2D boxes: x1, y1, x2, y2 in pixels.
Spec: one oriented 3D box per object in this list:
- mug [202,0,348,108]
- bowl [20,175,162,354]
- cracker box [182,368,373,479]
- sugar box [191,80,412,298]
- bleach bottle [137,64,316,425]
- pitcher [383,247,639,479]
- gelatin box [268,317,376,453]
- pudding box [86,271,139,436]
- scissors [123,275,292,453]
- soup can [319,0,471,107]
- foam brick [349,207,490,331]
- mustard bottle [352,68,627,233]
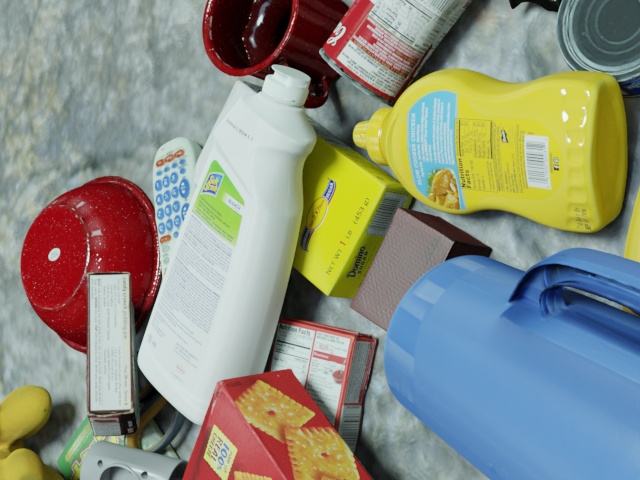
[{"bbox_3d":[-0.024,-0.149,0.800,0.093,0.081,0.117,-36,62,28],"label":"mug"},{"bbox_3d":[-0.213,0.018,0.937,0.162,0.055,0.162,-8,78,36],"label":"bowl"},{"bbox_3d":[-0.017,0.217,0.703,0.214,0.071,0.164,50,131,38],"label":"cracker box"},{"bbox_3d":[-0.019,-0.041,0.801,0.176,0.048,0.093,37,107,34],"label":"sugar box"},{"bbox_3d":[-0.055,0.001,0.759,0.103,0.067,0.251,36,115,37],"label":"bleach bottle"},{"bbox_3d":[0.141,0.084,0.568,0.243,0.144,0.149,30,94,52],"label":"pitcher"},{"bbox_3d":[-0.003,0.105,0.775,0.073,0.030,0.089,9,88,40],"label":"gelatin box"},{"bbox_3d":[-0.164,0.090,0.837,0.090,0.039,0.113,109,156,-68],"label":"pudding box"},{"bbox_3d":[-0.106,0.085,0.863,0.096,0.016,0.202,41,101,36],"label":"scissors"},{"bbox_3d":[0.055,-0.154,0.748,0.102,0.068,0.069,-53,56,18],"label":"soup can"},{"bbox_3d":[0.068,0.025,0.720,0.053,0.051,0.078,34,104,35],"label":"foam brick"},{"bbox_3d":[0.101,-0.063,0.699,0.192,0.058,0.096,9,117,39],"label":"mustard bottle"}]
